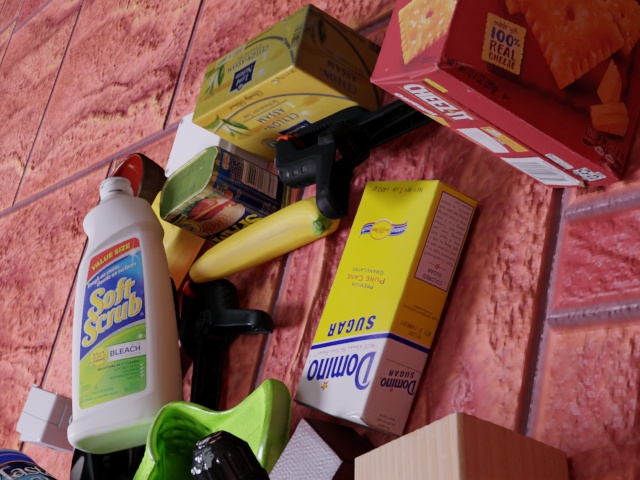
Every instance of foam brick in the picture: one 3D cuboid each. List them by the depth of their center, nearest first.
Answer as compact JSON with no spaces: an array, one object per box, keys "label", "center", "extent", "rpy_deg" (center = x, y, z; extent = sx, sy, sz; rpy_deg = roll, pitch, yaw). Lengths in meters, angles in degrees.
[{"label":"foam brick","center":[0.000,0.170,0.730],"extent":[0.053,0.051,0.078],"rpy_deg":[41,103,45]}]

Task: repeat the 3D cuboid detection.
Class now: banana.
[{"label":"banana","center":[-0.040,-0.005,0.920],"extent":[0.198,0.069,0.037],"rpy_deg":[-24,87,49]}]

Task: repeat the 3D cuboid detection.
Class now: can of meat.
[{"label":"can of meat","center":[-0.092,-0.039,1.001],"extent":[0.102,0.083,0.057],"rpy_deg":[-30,44,44]}]

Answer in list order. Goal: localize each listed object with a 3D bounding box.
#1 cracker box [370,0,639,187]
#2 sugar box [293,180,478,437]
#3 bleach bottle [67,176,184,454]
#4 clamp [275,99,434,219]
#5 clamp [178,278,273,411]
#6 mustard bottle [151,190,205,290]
[{"label":"cracker box","center":[0.139,-0.160,0.654],"extent":[0.072,0.164,0.213],"rpy_deg":[2,70,56]},{"label":"sugar box","center":[0.045,0.045,0.766],"extent":[0.093,0.048,0.176],"rpy_deg":[3,69,59]},{"label":"bleach bottle","center":[-0.184,0.059,0.973],"extent":[0.103,0.068,0.251],"rpy_deg":[-16,64,11]},{"label":"clamp","center":[0.029,-0.082,0.856],"extent":[0.164,0.036,0.210],"rpy_deg":[-38,19,-13]},{"label":"clamp","center":[-0.099,0.092,0.964],"extent":[0.120,0.039,0.172],"rpy_deg":[-57,25,4]},{"label":"mustard bottle","center":[-0.182,0.047,1.104],"extent":[0.192,0.058,0.096],"rpy_deg":[-61,30,6]}]
